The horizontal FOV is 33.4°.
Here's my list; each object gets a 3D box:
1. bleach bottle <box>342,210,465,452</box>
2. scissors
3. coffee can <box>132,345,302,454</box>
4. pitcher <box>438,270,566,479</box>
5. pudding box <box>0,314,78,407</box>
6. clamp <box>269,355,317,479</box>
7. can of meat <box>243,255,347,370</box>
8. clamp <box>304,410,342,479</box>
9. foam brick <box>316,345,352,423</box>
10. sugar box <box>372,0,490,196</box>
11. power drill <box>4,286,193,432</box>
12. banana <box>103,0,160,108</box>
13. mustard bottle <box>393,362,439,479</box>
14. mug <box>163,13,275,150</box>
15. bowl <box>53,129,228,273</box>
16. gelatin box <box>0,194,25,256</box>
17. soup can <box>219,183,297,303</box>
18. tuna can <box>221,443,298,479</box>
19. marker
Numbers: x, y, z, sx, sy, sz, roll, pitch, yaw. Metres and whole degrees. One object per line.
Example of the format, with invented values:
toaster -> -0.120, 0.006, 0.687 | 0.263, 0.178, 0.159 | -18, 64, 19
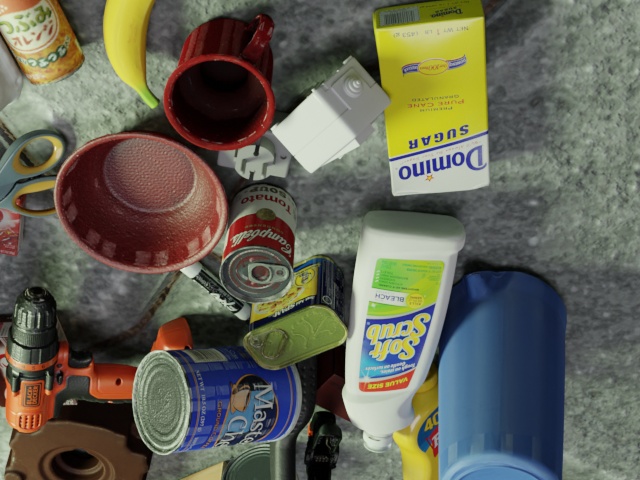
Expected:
bleach bottle -> 0.078, 0.098, 1.062 | 0.102, 0.068, 0.251 | 5, 112, 0
scissors -> -0.313, -0.053, 0.974 | 0.201, 0.016, 0.096 | -6, 118, -32
coffee can -> -0.104, 0.159, 1.084 | 0.140, 0.103, 0.103 | 2, 137, -41
pitcher -> 0.179, 0.160, 1.035 | 0.149, 0.242, 0.145 | 20, 130, -6
pudding box -> -0.317, 0.132, 1.161 | 0.090, 0.039, 0.113 | -3, 128, 5
clamp -> -0.043, 0.197, 1.149 | 0.036, 0.165, 0.210 | 2, 124, -34
can of meat -> -0.024, 0.071, 1.074 | 0.102, 0.084, 0.057 | -24, 124, 19
clamp -> 0.000, 0.243, 1.156 | 0.039, 0.171, 0.120 | 15, 91, 0
foam brick -> 0.030, 0.157, 1.161 | 0.078, 0.051, 0.053 | 31, 122, -21
sugar box -> 0.101, -0.122, 0.942 | 0.093, 0.048, 0.176 | -5, 127, 6
power drill -> -0.231, 0.120, 1.108 | 0.187, 0.057, 0.185 | 1, 129, -20
banana -> -0.139, -0.206, 0.890 | 0.069, 0.037, 0.198 | 18, 125, -13
mustard bottle -> 0.119, 0.195, 1.164 | 0.058, 0.096, 0.191 | 22, 140, 41
mug -> -0.076, -0.145, 0.907 | 0.093, 0.081, 0.117 | 27, 124, -18
bowl -> -0.165, -0.047, 1.005 | 0.162, 0.055, 0.162 | 1, 128, 1
gelatin box -> -0.335, -0.027, 1.042 | 0.089, 0.030, 0.073 | 11, 128, -7
soup can -> -0.057, 0.001, 1.009 | 0.068, 0.102, 0.068 | 1, 128, 1
tuna can -> -0.069, 0.281, 1.240 | 0.086, 0.086, 0.033 | -12, 128, 11
marker -> -0.098, 0.058, 1.108 | 0.020, 0.020, 0.121 | -34, 120, 25
